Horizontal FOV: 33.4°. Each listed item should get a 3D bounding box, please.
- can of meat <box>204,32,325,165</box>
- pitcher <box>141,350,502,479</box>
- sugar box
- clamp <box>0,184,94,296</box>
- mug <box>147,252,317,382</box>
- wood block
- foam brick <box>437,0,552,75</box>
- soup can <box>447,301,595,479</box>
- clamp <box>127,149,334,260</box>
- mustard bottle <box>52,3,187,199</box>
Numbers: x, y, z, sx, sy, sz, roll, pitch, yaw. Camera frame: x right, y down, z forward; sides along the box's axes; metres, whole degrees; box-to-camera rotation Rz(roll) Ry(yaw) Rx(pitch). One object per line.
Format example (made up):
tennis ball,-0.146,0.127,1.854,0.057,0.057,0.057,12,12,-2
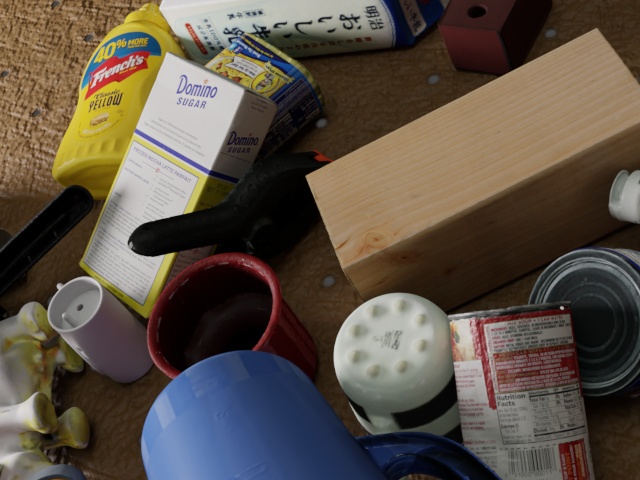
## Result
can of meat,-0.057,-0.109,0.840,0.084,0.057,0.102,-42,50,-10
pitcher,-0.001,0.153,0.525,0.243,0.149,0.145,50,124,56
sugar box,-0.105,-0.038,0.775,0.093,0.048,0.176,31,98,37
clamp,-0.261,0.053,0.772,0.210,0.036,0.164,-34,17,33
mug,-0.048,0.076,0.684,0.093,0.081,0.117,-33,49,1
wood block,0.109,-0.034,0.682,0.206,0.090,0.091,-27,49,7
foam brick,0.131,-0.169,0.794,0.053,0.051,0.078,14,63,32
soup can,0.110,0.087,0.582,0.069,0.068,0.102,-9,83,20
clamp,-0.055,0.001,0.747,0.171,0.120,0.039,-31,57,-27
mustard bottle,-0.160,-0.127,0.902,0.096,0.058,0.191,-11,52,26
